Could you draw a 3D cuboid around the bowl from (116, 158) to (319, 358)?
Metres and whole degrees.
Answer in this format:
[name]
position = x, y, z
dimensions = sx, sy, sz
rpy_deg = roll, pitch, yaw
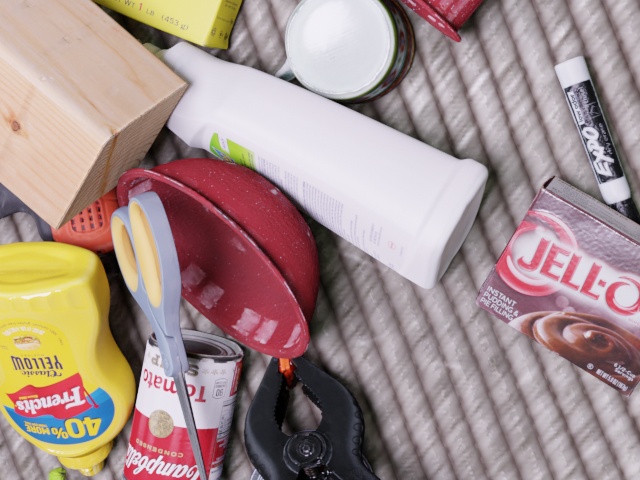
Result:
[bowl]
position = -0.055, 0.001, 0.687
dimensions = 0.162, 0.162, 0.055
rpy_deg = 39, 65, 9

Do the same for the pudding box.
[pudding box]
position = 0.165, 0.027, 0.653
dimensions = 0.113, 0.039, 0.090
rpy_deg = 31, 119, 10

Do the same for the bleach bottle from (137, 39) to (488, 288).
[bleach bottle]
position = -0.021, -0.064, 0.677
dimensions = 0.251, 0.102, 0.068
rpy_deg = 30, 72, 12

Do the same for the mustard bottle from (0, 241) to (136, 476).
[mustard bottle]
position = -0.177, 0.091, 0.726
dimensions = 0.096, 0.058, 0.191
rpy_deg = -2, 128, 7

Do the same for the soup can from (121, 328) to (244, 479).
[soup can]
position = -0.094, 0.118, 0.731
dimensions = 0.068, 0.068, 0.102
rpy_deg = 14, 98, 14

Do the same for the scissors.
[scissors]
position = -0.102, 0.063, 0.680
dimensions = 0.016, 0.096, 0.202
rpy_deg = -16, 112, -26

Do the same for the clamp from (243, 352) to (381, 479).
[clamp]
position = -0.013, 0.148, 0.676
dimensions = 0.120, 0.039, 0.171
rpy_deg = -19, 48, -11

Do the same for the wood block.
[wood block]
position = -0.198, -0.118, 0.652
dimensions = 0.206, 0.090, 0.091
rpy_deg = 41, 132, 1
